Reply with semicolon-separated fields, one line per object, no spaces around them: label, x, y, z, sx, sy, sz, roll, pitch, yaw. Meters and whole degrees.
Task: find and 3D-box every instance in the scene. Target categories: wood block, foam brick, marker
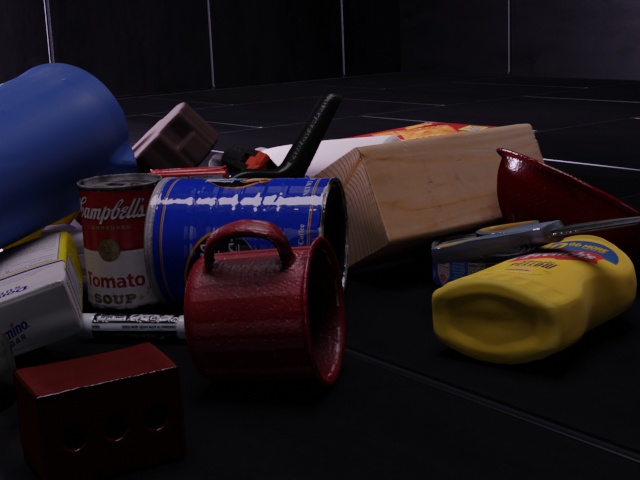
wood block;0.103;-0.040;0.965;0.205;0.090;0.091;-11;-11;-34
foam brick;-0.116;0.091;0.562;0.078;0.053;0.051;-11;15;-28
marker;-0.119;0.062;0.770;0.121;0.020;0.020;0;13;10

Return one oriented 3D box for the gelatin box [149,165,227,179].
gelatin box;-0.121;-0.024;0.998;0.073;0.089;0.030;-3;12;-1

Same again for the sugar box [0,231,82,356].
sugar box;-0.226;0.042;0.792;0.093;0.048;0.176;-20;17;-7

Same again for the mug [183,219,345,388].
mug;-0.037;0.037;0.661;0.081;0.117;0.093;-4;39;15

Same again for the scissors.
scissors;0.143;-0.001;0.761;0.096;0.016;0.202;-16;3;-11

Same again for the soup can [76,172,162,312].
soup can;-0.159;0.001;0.865;0.068;0.102;0.068;-2;12;0

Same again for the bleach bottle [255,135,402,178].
bleach bottle;-0.006;-0.059;1.164;0.251;0.102;0.068;0;44;44

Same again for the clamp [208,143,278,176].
clamp;-0.072;-0.066;1.080;0.120;0.039;0.171;27;-11;9

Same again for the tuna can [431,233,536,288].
tuna can;0.135;0.019;0.881;0.086;0.034;0.086;-2;12;0

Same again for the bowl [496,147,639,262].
bowl;0.208;-0.017;0.894;0.162;0.055;0.162;28;3;-2

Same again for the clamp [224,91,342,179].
clamp;-0.023;-0.024;0.976;0.209;0.164;0.036;-32;0;-23

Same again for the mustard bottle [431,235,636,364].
mustard bottle;0.167;0.034;0.751;0.096;0.058;0.191;1;12;39

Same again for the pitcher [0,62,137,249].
pitcher;-0.278;-0.060;0.872;0.149;0.145;0.242;-21;12;26

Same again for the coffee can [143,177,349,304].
coffee can;-0.056;0.001;0.842;0.140;0.103;0.102;1;13;13
